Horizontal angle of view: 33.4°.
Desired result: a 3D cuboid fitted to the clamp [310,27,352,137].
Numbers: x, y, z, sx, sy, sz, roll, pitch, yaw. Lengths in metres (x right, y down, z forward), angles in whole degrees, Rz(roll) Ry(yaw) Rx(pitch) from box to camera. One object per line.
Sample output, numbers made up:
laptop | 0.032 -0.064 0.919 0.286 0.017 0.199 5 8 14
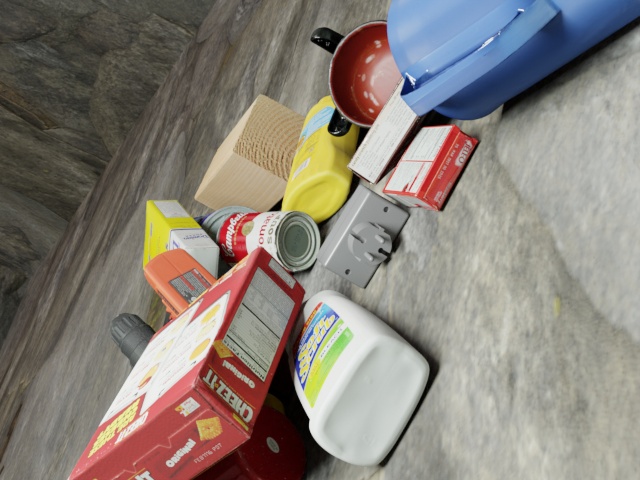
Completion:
clamp | 0.041 -0.205 1.202 0.039 0.120 0.171 7 35 27

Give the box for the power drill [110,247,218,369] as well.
power drill | -0.155 0.098 1.127 0.057 0.185 0.188 -32 -29 -35

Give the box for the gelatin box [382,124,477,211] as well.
gelatin box | 0.099 -0.066 0.971 0.073 0.030 0.089 -60 17 -4

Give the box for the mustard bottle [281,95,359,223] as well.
mustard bottle | 0.006 -0.108 1.241 0.096 0.058 0.191 -44 24 39

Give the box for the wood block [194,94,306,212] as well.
wood block | -0.084 -0.098 1.382 0.090 0.090 0.206 -67 12 -21

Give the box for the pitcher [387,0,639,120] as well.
pitcher | 0.165 -0.188 0.821 0.243 0.144 0.149 -27 64 55

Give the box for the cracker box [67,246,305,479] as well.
cracker box | -0.106 0.121 0.917 0.164 0.072 0.213 -39 15 28

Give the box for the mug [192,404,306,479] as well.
mug | -0.069 0.201 0.916 0.082 0.093 0.117 -41 18 36

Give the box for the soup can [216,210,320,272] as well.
soup can | -0.058 0.001 1.185 0.102 0.068 0.068 0 59 46

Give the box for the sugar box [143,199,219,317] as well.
sugar box | -0.164 0.022 1.234 0.176 0.048 0.093 -137 49 -62

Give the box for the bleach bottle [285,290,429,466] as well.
bleach bottle | 0.011 0.101 0.903 0.102 0.068 0.251 -59 15 -1

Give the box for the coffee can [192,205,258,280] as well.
coffee can | -0.124 0.014 1.334 0.102 0.102 0.140 -65 18 -13

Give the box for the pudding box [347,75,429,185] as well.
pudding box | 0.077 -0.114 1.035 0.114 0.039 0.090 -60 -5 22
